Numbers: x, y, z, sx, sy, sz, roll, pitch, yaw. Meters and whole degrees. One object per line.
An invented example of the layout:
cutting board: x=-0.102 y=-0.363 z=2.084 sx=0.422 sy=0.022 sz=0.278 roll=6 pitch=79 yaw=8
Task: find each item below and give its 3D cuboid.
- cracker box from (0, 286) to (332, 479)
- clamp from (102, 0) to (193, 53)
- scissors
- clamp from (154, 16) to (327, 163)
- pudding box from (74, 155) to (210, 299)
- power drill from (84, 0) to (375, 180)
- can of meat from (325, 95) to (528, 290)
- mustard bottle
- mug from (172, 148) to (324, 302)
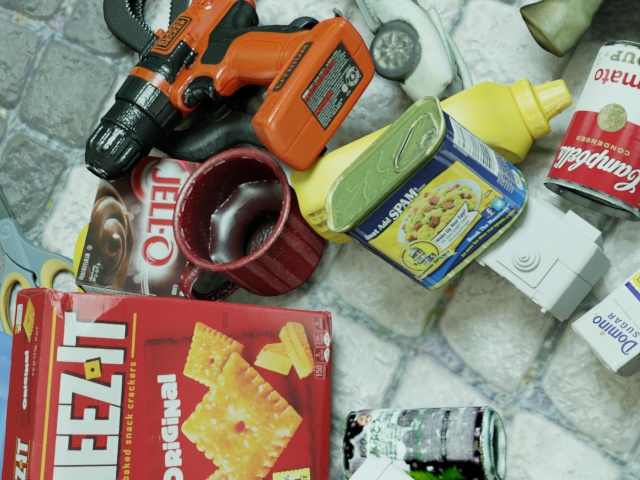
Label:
cracker box: x=-0.096 y=0.121 z=0.717 sx=0.072 sy=0.213 sz=0.164 roll=-10 pitch=75 yaw=58
clamp: x=-0.155 y=-0.226 z=0.884 sx=0.165 sy=0.036 sz=0.210 roll=-18 pitch=74 yaw=19
scissors: x=-0.244 y=-0.006 z=0.897 sx=0.096 sy=0.016 sz=0.202 roll=-15 pitch=77 yaw=17
clamp: x=-0.069 y=-0.112 z=0.833 sx=0.172 sy=0.039 sz=0.120 roll=-2 pitch=64 yaw=23
pudding box: x=-0.129 y=-0.008 z=0.819 sx=0.090 sy=0.039 sz=0.113 roll=8 pitch=75 yaw=7
power drill: x=-0.068 y=-0.105 z=0.756 sx=0.188 sy=0.057 sz=0.184 roll=20 pitch=70 yaw=42
can of meat: x=0.068 y=-0.027 z=0.672 sx=0.102 sy=0.083 sz=0.057 roll=-43 pitch=28 yaw=25
mustard bottle: x=0.080 y=-0.061 z=0.733 sx=0.192 sy=0.096 sz=0.058 roll=-24 pitch=71 yaw=17
mug: x=-0.055 y=0.001 z=0.776 sx=0.093 sy=0.081 sz=0.117 roll=37 pitch=87 yaw=32
